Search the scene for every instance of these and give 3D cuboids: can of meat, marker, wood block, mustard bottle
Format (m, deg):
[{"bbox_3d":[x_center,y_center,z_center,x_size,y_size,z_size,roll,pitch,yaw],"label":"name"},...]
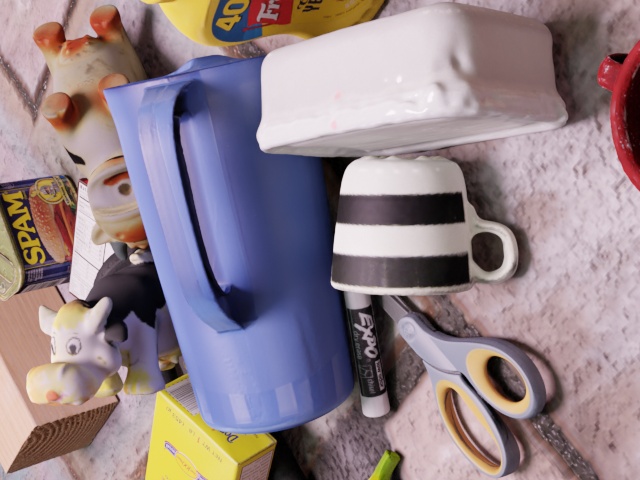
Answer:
[{"bbox_3d":[-0.254,-0.006,0.949,0.058,0.083,0.102,-33,76,45],"label":"can of meat"},{"bbox_3d":[0.028,0.059,0.707,0.020,0.020,0.121,7,114,45],"label":"marker"},{"bbox_3d":[-0.288,0.100,1.005,0.206,0.090,0.090,56,133,20],"label":"wood block"},{"bbox_3d":[-0.039,-0.158,0.611,0.058,0.191,0.096,48,130,27],"label":"mustard bottle"}]

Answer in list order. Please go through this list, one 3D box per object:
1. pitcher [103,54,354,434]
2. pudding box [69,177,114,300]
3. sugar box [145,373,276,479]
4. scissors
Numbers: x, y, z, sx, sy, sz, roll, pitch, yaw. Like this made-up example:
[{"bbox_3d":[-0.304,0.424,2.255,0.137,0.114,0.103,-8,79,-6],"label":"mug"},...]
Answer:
[{"bbox_3d":[-0.055,0.001,0.698,0.145,0.149,0.243,4,109,58],"label":"pitcher"},{"bbox_3d":[-0.171,0.011,0.901,0.090,0.039,0.113,31,118,38],"label":"pudding box"},{"bbox_3d":[-0.092,0.194,0.816,0.093,0.048,0.176,37,129,30],"label":"sugar box"},{"bbox_3d":[0.073,0.052,0.671,0.202,0.016,0.096,60,139,19],"label":"scissors"}]
